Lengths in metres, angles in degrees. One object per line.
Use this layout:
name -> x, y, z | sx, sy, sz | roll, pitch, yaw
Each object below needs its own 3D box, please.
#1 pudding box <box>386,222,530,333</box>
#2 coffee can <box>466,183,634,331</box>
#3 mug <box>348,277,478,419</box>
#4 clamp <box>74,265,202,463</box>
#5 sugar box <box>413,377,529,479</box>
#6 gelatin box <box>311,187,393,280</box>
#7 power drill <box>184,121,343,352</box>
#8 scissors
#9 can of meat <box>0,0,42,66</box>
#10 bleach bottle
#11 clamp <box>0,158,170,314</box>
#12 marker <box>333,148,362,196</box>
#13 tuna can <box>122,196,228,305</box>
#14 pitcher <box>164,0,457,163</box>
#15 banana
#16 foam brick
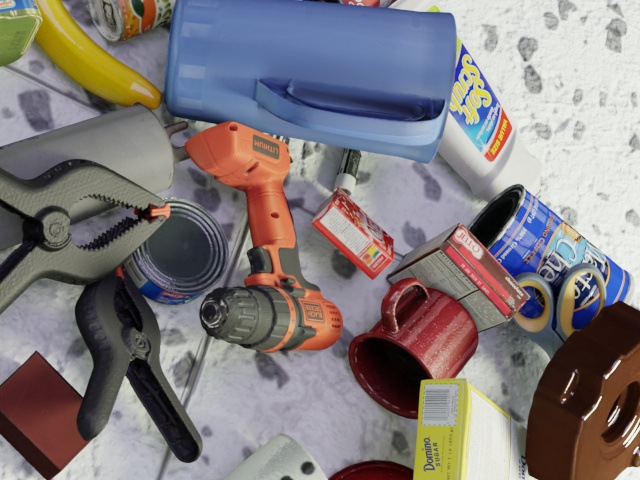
pudding box -> 0.120, 0.040, 0.952 | 0.090, 0.114, 0.039 | 48, 61, -3
coffee can -> 0.208, 0.029, 1.007 | 0.140, 0.103, 0.102 | 38, 59, -9
mug -> 0.081, 0.085, 0.924 | 0.081, 0.093, 0.117 | -43, 125, -37
clamp -> -0.143, 0.095, 0.826 | 0.120, 0.039, 0.171 | 42, 27, -45
sugar box -> 0.129, 0.183, 0.888 | 0.176, 0.048, 0.093 | 44, 48, -56
gelatin box -> 0.031, -0.008, 0.946 | 0.073, 0.089, 0.030 | 43, 101, -4
power drill -> -0.056, 0.001, 0.872 | 0.184, 0.057, 0.188 | 18, 55, -63
scissors -> 0.203, 0.110, 0.973 | 0.096, 0.202, 0.016 | 12, 21, 3
can of meat -> -0.268, -0.194, 0.855 | 0.057, 0.102, 0.084 | -18, 82, -31
bleach bottle -> 0.145, -0.128, 1.059 | 0.251, 0.068, 0.102 | 50, 60, -5
clamp -> -0.206, 0.001, 0.783 | 0.209, 0.036, 0.164 | -3, 98, -40
marker -> 0.035, -0.097, 1.017 | 0.020, 0.020, 0.121 | 24, 62, -17
tuna can -> -0.122, 0.010, 0.887 | 0.086, 0.034, 0.086 | 13, 62, -26
pitcher -> -0.009, -0.141, 0.916 | 0.242, 0.149, 0.145 | 6, 77, -6
banana -> -0.212, -0.183, 0.903 | 0.198, 0.070, 0.037 | 58, 22, -4
foam brick -> -0.206, 0.130, 0.792 | 0.078, 0.053, 0.051 | 47, 58, -5
